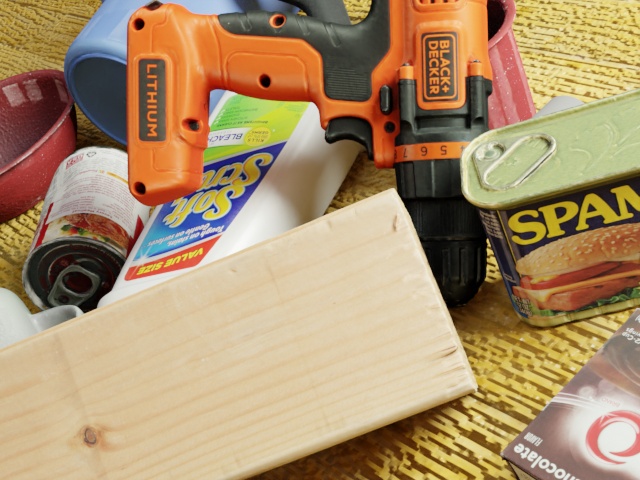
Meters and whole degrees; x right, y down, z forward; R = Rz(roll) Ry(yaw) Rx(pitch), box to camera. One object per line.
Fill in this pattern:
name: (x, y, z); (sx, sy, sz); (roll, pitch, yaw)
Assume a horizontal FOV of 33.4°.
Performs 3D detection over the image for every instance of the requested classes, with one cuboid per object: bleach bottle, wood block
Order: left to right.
wood block: (-0.042, 0.061, 0.477); (0.206, 0.090, 0.091); (-22, 81, 6)
bleach bottle: (-0.054, 0.001, 0.614); (0.103, 0.068, 0.250); (0, 46, 29)

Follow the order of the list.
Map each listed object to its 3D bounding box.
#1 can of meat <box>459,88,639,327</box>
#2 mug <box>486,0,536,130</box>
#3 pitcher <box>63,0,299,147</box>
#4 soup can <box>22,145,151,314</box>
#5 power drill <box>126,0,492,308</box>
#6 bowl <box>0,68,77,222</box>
can of meat: (0.126, -0.013, 0.497); (0.102, 0.084, 0.057); (-15, 37, 16)
mug: (0.073, -0.081, 0.617); (0.093, 0.081, 0.117); (4, 45, 36)
pitcher: (-0.097, -0.186, 0.812); (0.149, 0.145, 0.242); (1, 47, 35)
soup can: (-0.143, -0.005, 0.671); (0.068, 0.068, 0.102); (-18, 36, 12)
power drill: (-0.004, -0.057, 0.551); (0.188, 0.184, 0.057); (-1, -1, 8)
bowl: (-0.245, -0.062, 0.815); (0.162, 0.055, 0.162); (-18, 36, 14)
